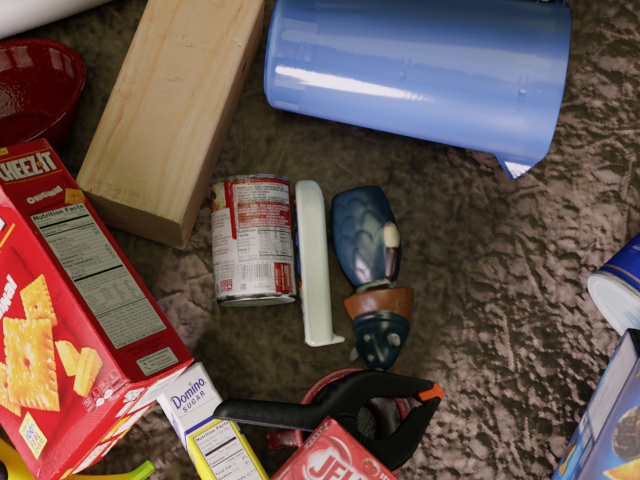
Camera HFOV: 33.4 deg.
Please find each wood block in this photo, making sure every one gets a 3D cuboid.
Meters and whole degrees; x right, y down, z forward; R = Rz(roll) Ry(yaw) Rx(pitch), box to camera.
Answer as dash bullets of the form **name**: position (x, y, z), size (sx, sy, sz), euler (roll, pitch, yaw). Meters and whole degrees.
- **wood block**: position (-0.121, -0.110, 0.882), size (0.090, 0.091, 0.206), euler (19, 74, 0)

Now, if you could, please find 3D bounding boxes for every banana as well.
- **banana**: position (-0.239, 0.183, 0.873), size (0.198, 0.037, 0.069), euler (21, 59, 0)

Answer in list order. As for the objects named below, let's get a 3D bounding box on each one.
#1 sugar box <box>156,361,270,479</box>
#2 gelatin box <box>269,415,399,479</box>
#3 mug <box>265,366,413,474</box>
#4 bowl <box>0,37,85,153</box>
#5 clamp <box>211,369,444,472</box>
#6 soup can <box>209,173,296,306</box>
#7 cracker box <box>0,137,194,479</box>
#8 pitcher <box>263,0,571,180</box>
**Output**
- **sugar box**: position (-0.070, 0.186, 0.844), size (0.048, 0.093, 0.176), euler (-32, 83, -15)
- **gelatin box**: position (0.014, 0.181, 0.759), size (0.089, 0.030, 0.073), euler (44, 81, -7)
- **mug**: position (0.014, 0.152, 0.859), size (0.117, 0.081, 0.093), euler (-12, 81, -4)
- **bowl**: position (-0.264, -0.099, 0.883), size (0.162, 0.055, 0.162), euler (-7, 44, 7)
- **clamp**: position (0.007, 0.140, 0.798), size (0.171, 0.039, 0.120), euler (-33, 90, -13)
- **soup can**: position (-0.056, 0.001, 0.888), size (0.068, 0.068, 0.102), euler (-4, 81, -2)
- **cracker box**: position (-0.214, 0.057, 0.817), size (0.071, 0.164, 0.214), euler (-21, 70, -50)
- **pitcher**: position (0.082, -0.157, 0.887), size (0.243, 0.145, 0.149), euler (9, 60, 3)
